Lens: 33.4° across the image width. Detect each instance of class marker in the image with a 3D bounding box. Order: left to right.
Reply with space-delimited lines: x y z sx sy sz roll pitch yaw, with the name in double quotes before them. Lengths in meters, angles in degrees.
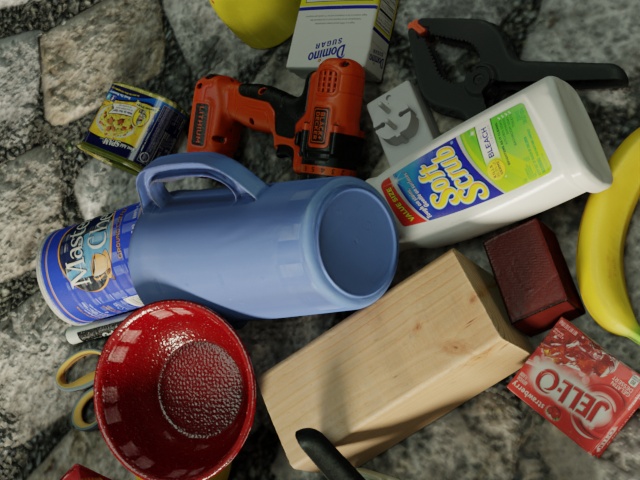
"marker" -0.213 0.087 1.112 0.121 0.020 0.020 -15 67 26

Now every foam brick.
"foam brick" 0.175 0.030 0.878 0.051 0.053 0.078 -26 62 21

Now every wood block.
"wood block" 0.062 0.107 0.897 0.206 0.090 0.090 -35 59 17

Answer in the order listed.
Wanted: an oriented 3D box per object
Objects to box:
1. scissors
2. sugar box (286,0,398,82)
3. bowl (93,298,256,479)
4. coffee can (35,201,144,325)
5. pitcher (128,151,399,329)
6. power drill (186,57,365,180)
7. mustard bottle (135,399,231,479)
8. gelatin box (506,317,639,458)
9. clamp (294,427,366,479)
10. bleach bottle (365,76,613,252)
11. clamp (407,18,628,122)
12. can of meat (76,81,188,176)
"scissors" -0.189 0.135 1.084 0.202 0.016 0.096 -16 68 26
"sugar box" 0.031 -0.246 1.063 0.093 0.048 0.176 7 81 32
"bowl" -0.119 0.133 0.944 0.162 0.055 0.162 -2 85 22
"coffee can" -0.199 0.020 1.075 0.140 0.102 0.103 -17 66 25
"pitcher" -0.056 0.001 0.930 0.243 0.149 0.145 -6 76 48
"power drill" -0.044 -0.088 1.039 0.188 0.057 0.184 10 92 34
"mustard bottle" -0.128 0.190 1.003 0.096 0.058 0.191 -7 70 23
"gelatin box" 0.205 0.116 0.845 0.089 0.030 0.073 40 96 34
"clamp" 0.039 0.217 0.853 0.171 0.039 0.120 10 111 1
"bleach bottle" 0.112 -0.037 0.905 0.251 0.067 0.102 -29 67 31
"clamp" 0.146 -0.128 0.959 0.210 0.036 0.164 39 97 32
"can of meat" -0.200 -0.118 1.151 0.102 0.057 0.084 22 83 34
